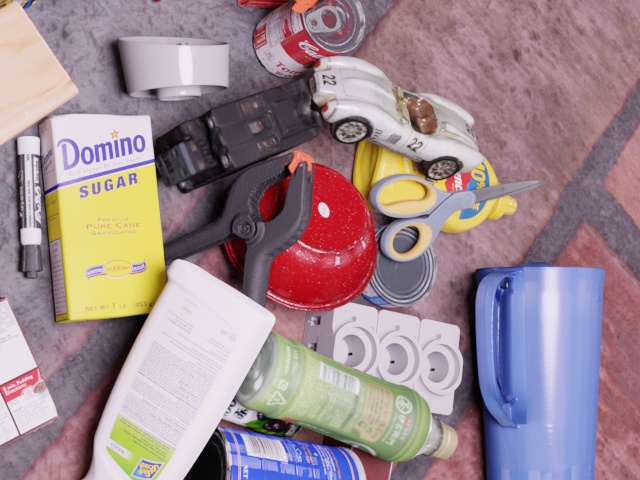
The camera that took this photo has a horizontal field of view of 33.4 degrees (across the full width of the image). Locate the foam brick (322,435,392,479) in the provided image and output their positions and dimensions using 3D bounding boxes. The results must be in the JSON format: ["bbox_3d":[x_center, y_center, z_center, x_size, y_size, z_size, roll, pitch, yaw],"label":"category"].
[{"bbox_3d":[0.036,0.205,1.028,0.052,0.051,0.078,22,73,-28],"label":"foam brick"}]

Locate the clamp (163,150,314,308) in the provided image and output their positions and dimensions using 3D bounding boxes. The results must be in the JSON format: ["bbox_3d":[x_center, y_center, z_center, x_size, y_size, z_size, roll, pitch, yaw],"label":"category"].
[{"bbox_3d":[-0.056,0.001,0.937,0.120,0.039,0.172,47,106,8],"label":"clamp"}]

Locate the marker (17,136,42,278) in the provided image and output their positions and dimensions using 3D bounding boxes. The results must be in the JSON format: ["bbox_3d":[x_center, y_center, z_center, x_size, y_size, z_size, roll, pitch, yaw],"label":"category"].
[{"bbox_3d":[-0.247,-0.028,0.909,0.020,0.020,0.121,0,83,-31],"label":"marker"}]

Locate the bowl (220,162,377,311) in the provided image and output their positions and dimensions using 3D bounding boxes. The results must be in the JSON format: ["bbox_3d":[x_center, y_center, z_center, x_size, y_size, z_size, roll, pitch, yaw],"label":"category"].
[{"bbox_3d":[-0.009,-0.017,0.998,0.162,0.055,0.162,11,59,-20],"label":"bowl"}]

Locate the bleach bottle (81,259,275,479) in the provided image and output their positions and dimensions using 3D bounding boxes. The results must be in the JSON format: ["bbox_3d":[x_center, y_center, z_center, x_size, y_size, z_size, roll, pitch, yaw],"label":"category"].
[{"bbox_3d":[-0.142,0.147,0.894,0.102,0.068,0.251,31,91,11],"label":"bleach bottle"}]

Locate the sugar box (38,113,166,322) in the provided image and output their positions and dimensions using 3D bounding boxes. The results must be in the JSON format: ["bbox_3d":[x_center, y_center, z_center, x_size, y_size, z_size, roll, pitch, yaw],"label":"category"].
[{"bbox_3d":[-0.188,-0.021,0.928,0.093,0.048,0.176,-4,87,-32],"label":"sugar box"}]

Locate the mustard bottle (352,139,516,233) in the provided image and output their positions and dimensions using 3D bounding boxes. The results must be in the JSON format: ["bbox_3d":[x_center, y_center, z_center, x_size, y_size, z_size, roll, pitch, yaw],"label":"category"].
[{"bbox_3d":[0.127,-0.059,1.114,0.191,0.058,0.096,16,71,-29],"label":"mustard bottle"}]

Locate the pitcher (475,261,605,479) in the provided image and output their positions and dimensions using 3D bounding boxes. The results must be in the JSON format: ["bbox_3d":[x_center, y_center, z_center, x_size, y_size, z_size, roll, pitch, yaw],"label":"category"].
[{"bbox_3d":[0.221,0.143,1.103,0.149,0.145,0.243,1,85,-4],"label":"pitcher"}]

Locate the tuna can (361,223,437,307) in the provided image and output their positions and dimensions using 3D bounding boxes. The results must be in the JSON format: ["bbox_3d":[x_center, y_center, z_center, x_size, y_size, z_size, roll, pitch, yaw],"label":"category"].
[{"bbox_3d":[0.074,0.026,1.085,0.086,0.034,0.086,4,81,-30],"label":"tuna can"}]

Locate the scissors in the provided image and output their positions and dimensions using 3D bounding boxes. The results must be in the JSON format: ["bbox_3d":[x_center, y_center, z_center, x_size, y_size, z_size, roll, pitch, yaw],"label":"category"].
[{"bbox_3d":[0.136,-0.023,1.080,0.201,0.016,0.096,4,99,-27],"label":"scissors"}]

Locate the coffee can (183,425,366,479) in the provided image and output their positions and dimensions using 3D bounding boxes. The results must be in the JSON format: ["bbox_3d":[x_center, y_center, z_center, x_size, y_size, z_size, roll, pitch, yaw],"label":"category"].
[{"bbox_3d":[-0.044,0.225,0.947,0.140,0.103,0.103,16,75,-28],"label":"coffee can"}]

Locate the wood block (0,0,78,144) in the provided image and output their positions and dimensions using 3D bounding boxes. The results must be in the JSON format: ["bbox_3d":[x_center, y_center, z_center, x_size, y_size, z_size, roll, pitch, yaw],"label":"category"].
[{"bbox_3d":[-0.308,-0.091,0.840,0.205,0.091,0.090,-41,105,-29],"label":"wood block"}]

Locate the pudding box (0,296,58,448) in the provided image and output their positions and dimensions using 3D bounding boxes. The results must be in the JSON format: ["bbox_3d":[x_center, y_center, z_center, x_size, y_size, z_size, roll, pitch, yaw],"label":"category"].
[{"bbox_3d":[-0.275,0.114,0.863,0.089,0.039,0.113,-26,95,-30],"label":"pudding box"}]

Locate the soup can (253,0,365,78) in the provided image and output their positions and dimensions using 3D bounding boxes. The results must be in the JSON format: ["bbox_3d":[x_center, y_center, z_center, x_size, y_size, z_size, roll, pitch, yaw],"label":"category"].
[{"bbox_3d":[-0.013,-0.200,1.023,0.068,0.102,0.068,5,81,-31],"label":"soup can"}]
